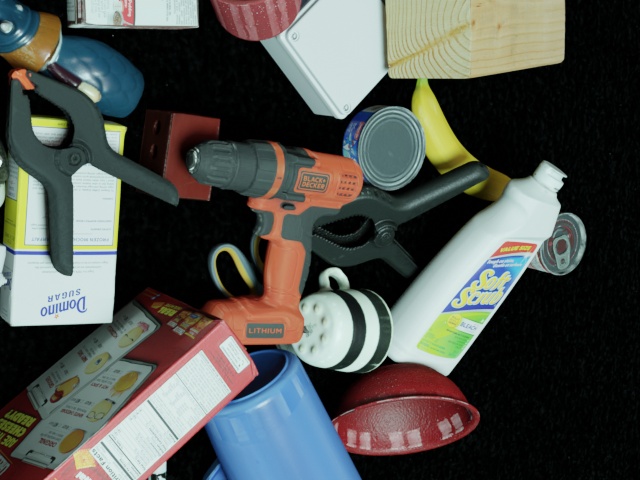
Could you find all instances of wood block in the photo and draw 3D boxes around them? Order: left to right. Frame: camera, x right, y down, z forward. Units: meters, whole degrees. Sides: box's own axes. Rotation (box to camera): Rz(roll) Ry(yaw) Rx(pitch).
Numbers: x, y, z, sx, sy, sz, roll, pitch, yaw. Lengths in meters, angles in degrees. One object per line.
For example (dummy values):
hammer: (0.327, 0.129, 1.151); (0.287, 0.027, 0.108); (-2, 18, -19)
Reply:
wood block: (0.159, -0.213, 1.060); (0.205, 0.091, 0.090); (-19, 111, -51)

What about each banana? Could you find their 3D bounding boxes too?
banana: (0.150, -0.097, 1.149); (0.069, 0.037, 0.197); (-49, 121, -15)

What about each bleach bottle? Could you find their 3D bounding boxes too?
bleach bottle: (0.163, 0.024, 1.108); (0.102, 0.068, 0.251); (21, 111, -38)

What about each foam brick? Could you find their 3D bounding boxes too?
foam brick: (-0.128, -0.078, 0.961); (0.051, 0.053, 0.078); (4, 97, -34)

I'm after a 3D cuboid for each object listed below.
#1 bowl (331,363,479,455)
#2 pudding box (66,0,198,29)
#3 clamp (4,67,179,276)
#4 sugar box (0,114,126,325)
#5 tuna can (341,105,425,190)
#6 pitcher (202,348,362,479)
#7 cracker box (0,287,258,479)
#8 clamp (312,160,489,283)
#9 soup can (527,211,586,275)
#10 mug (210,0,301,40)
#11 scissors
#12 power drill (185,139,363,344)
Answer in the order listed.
bowl: (0.082, 0.172, 1.114); (0.161, 0.162, 0.055); (19, 52, -34)
pudding box: (-0.161, -0.228, 0.919); (0.113, 0.039, 0.090); (-7, 103, -34)
clamp: (-0.192, -0.068, 0.872); (0.120, 0.039, 0.171); (-29, 113, -23)
sugar box: (-0.222, -0.017, 0.917); (0.093, 0.048, 0.176); (1, 101, -32)
tuna can: (0.065, -0.096, 1.095); (0.085, 0.034, 0.086); (-7, 103, -32)
pitcher: (-0.038, 0.236, 1.048); (0.149, 0.145, 0.243); (-38, 114, -35)
cracker box: (-0.177, 0.143, 0.906); (0.213, 0.164, 0.072); (-42, 117, -20)
clamp: (0.068, -0.022, 1.086); (0.209, 0.036, 0.165); (8, 121, -30)
soup can: (0.233, -0.004, 1.182); (0.068, 0.102, 0.068); (-7, 103, -32)
mug: (-0.048, -0.232, 0.941); (0.117, 0.081, 0.093); (-12, 73, 1)
scissors: (-0.038, 0.065, 1.072); (0.096, 0.016, 0.201); (-48, 121, -16)
power drill: (-0.056, 0.001, 0.974); (0.184, 0.057, 0.188); (5, 108, -37)
